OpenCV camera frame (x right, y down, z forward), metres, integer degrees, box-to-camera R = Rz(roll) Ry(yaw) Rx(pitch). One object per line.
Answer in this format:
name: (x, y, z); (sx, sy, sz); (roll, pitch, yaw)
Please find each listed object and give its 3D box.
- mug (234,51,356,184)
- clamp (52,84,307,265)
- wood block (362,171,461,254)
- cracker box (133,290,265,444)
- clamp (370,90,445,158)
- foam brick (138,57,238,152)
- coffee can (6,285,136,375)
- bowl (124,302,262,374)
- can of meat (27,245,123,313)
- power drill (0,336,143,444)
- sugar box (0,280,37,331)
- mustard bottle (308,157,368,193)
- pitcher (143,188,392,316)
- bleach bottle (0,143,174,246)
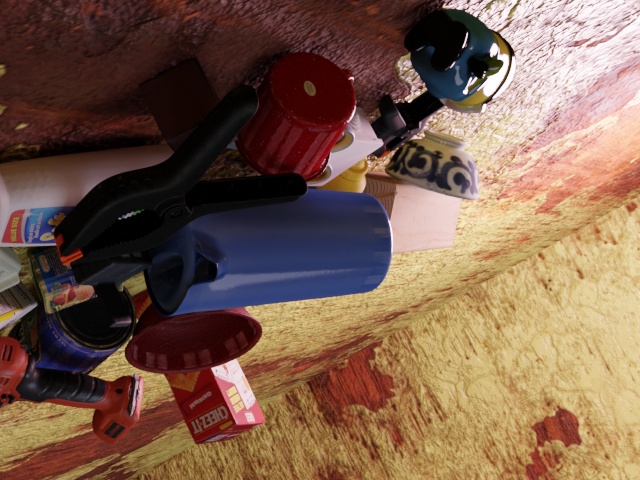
mug: (-0.012, -0.114, 0.929); (0.117, 0.093, 0.082); (-35, 170, -35)
clamp: (-0.113, -0.034, 0.860); (0.210, 0.036, 0.164); (-29, 152, 9)
wood block: (0.097, -0.038, 1.369); (0.091, 0.090, 0.205); (15, -170, 29)
cracker box: (-0.167, 0.168, 1.460); (0.072, 0.214, 0.164); (-28, 168, 6)
clamp: (0.100, -0.137, 1.162); (0.120, 0.039, 0.172); (-18, 172, -15)
foam brick: (-0.105, -0.102, 0.857); (0.051, 0.053, 0.078); (-26, 167, 0)
coffee can: (-0.287, 0.106, 1.221); (0.102, 0.103, 0.141); (-14, 163, -44)
bowl: (-0.151, 0.098, 1.247); (0.162, 0.055, 0.162); (-11, 152, -6)
can of meat: (-0.251, 0.031, 1.095); (0.083, 0.057, 0.102); (-20, 168, -17)
power drill: (-0.303, 0.176, 1.180); (0.187, 0.057, 0.185); (16, 147, -23)
sugar box: (-0.350, 0.085, 1.034); (0.093, 0.048, 0.176); (-35, -176, 7)
mustard bottle: (0.003, -0.044, 1.231); (0.192, 0.058, 0.096); (-55, -171, 43)
pitcher: (-0.057, 0.001, 1.095); (0.242, 0.149, 0.145); (-1, 150, -30)
bleach bottle: (-0.230, -0.030, 0.881); (0.250, 0.068, 0.103); (-10, 158, -46)
